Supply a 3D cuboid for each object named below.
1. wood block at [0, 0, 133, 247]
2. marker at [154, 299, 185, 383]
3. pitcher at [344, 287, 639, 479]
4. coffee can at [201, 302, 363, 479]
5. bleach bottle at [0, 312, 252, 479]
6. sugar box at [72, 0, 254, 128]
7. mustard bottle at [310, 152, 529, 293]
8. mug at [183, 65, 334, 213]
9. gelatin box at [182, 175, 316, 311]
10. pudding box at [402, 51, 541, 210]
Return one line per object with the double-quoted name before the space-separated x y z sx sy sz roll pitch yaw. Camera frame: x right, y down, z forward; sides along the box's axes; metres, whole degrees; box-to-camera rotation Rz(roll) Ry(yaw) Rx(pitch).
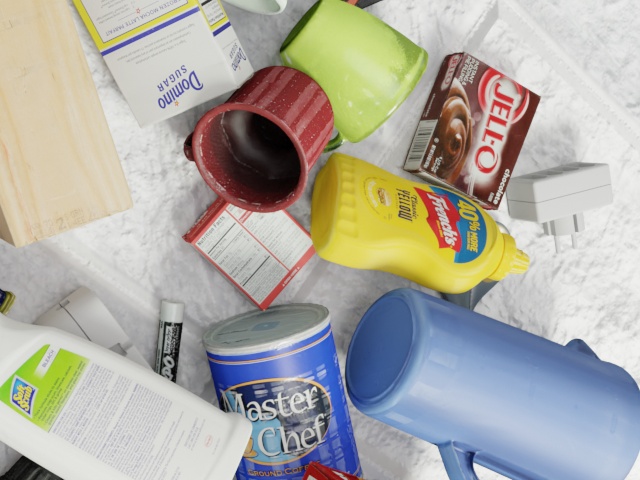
"wood block" -0.213 -0.109 0.750 0.090 0.091 0.206 -21 103 -21
"marker" -0.124 0.108 0.852 0.020 0.020 0.121 5 93 -24
"pitcher" 0.143 0.138 0.892 0.242 0.149 0.145 24 106 -27
"coffee can" -0.029 0.132 0.849 0.102 0.103 0.140 -16 102 -21
"bleach bottle" -0.173 0.107 0.741 0.250 0.068 0.102 37 57 -19
"sugar box" -0.129 -0.180 0.780 0.093 0.048 0.176 -18 111 25
"mustard bottle" 0.088 -0.005 0.884 0.191 0.058 0.096 17 45 -19
"mug" -0.050 -0.080 0.818 0.081 0.117 0.093 -58 136 -49
"gelatin box" -0.056 0.001 0.864 0.089 0.030 0.073 45 79 -22
"pudding box" 0.132 -0.095 0.929 0.090 0.039 0.113 24 86 -24
